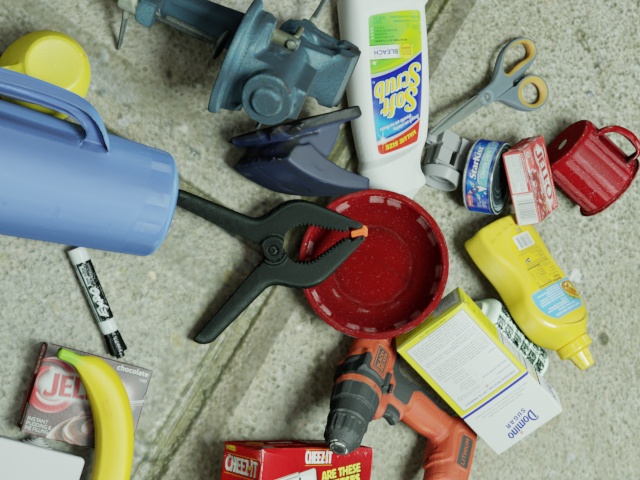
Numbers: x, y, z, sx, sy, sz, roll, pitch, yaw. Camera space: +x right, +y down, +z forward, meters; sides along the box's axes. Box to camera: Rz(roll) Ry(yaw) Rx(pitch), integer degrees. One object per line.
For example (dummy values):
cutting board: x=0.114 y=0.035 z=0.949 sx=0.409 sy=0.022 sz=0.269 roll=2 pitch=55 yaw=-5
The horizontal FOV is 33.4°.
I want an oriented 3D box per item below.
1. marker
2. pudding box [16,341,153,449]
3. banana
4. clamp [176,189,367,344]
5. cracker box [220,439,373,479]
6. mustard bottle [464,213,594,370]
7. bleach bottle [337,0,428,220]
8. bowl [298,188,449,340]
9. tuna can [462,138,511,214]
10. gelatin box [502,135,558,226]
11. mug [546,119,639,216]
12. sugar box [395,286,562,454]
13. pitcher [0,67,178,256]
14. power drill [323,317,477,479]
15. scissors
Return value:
marker: x=-0.225 y=0.063 z=1.082 sx=0.020 sy=0.020 sz=0.121 roll=-24 pitch=98 yaw=-21
pudding box: x=-0.234 y=0.158 z=1.065 sx=0.113 sy=0.039 sz=0.090 roll=18 pitch=82 yaw=-21
banana: x=-0.213 y=0.195 z=1.030 sx=0.069 sy=0.037 sz=0.198 roll=-7 pitch=93 yaw=-26
clamp: x=-0.057 y=0.001 z=1.117 sx=0.210 sy=0.036 sz=0.164 roll=-19 pitch=95 yaw=-1
cracker box: x=-0.033 y=0.316 z=1.104 sx=0.163 sy=0.072 sz=0.214 roll=10 pitch=84 yaw=-44
mustard bottle: x=0.249 y=0.063 z=1.214 sx=0.096 sy=0.058 sz=0.192 roll=-19 pitch=71 yaw=-46
bleach bottle: x=0.082 y=-0.149 z=1.190 sx=0.102 sy=0.068 sz=0.251 roll=-9 pitch=95 yaw=-22
bowl: x=0.057 y=0.026 z=1.162 sx=0.162 sy=0.055 sz=0.162 roll=0 pitch=87 yaw=1
tuna can: x=0.193 y=-0.073 z=1.221 sx=0.086 sy=0.034 sz=0.086 roll=-34 pitch=129 yaw=-56
gelatin box: x=0.241 y=-0.069 z=1.221 sx=0.073 sy=0.030 sz=0.089 roll=-32 pitch=111 yaw=-56
mug: x=0.323 y=-0.094 z=1.262 sx=0.081 sy=0.117 sz=0.093 roll=40 pitch=46 yaw=-12
sugar box: x=0.173 y=0.143 z=1.164 sx=0.093 sy=0.048 sz=0.176 roll=-38 pitch=109 yaw=16
pitcher: x=-0.259 y=-0.066 z=1.007 sx=0.242 sy=0.149 sz=0.145 roll=13 pitch=84 yaw=-25
power drill: x=0.086 y=0.198 z=1.148 sx=0.187 sy=0.057 sz=0.184 roll=47 pitch=39 yaw=-20
scissors: x=0.206 y=-0.157 z=1.247 sx=0.096 sy=0.016 sz=0.201 roll=49 pitch=62 yaw=-21
